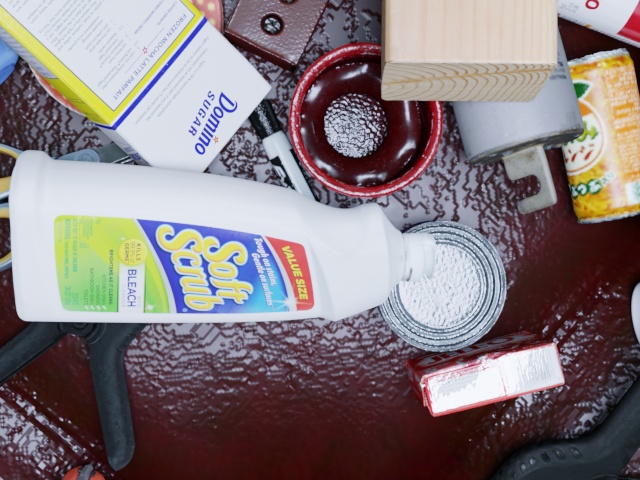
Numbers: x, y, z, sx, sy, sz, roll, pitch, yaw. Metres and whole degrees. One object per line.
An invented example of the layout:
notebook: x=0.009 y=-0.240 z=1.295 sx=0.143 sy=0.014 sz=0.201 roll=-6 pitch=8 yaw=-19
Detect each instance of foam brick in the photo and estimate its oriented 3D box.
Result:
foam brick: x=-0.022 y=-0.155 z=0.686 sx=0.053 sy=0.051 sz=0.078 roll=25 pitch=90 yaw=-5

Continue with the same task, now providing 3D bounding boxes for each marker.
marker: x=-0.018 y=-0.041 z=0.707 sx=0.020 sy=0.020 sz=0.121 roll=-27 pitch=94 yaw=-2

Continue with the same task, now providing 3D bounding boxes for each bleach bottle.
bleach bottle: x=-0.054 y=0.001 z=0.646 sx=0.250 sy=0.068 sz=0.103 roll=1 pitch=119 yaw=-7

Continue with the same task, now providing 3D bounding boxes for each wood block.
wood block: x=0.080 y=-0.188 z=0.593 sx=0.091 sy=0.090 sz=0.206 roll=1 pitch=85 yaw=3

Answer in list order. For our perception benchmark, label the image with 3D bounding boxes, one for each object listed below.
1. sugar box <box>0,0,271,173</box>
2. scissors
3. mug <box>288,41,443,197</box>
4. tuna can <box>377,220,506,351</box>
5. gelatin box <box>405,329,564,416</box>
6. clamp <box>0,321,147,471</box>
sugar box: x=-0.121 y=-0.119 z=0.645 sx=0.093 sy=0.048 sz=0.176 roll=-51 pitch=122 yaw=-12
scissors: x=-0.159 y=-0.030 z=0.696 sx=0.201 sy=0.016 sz=0.096 roll=-4 pitch=82 yaw=-4
mug: x=0.031 y=-0.084 z=0.677 sx=0.093 sy=0.081 sz=0.117 roll=33 pitch=90 yaw=-4
tuna can: x=0.078 y=0.029 z=0.708 sx=0.086 sy=0.034 sz=0.086 roll=0 pitch=93 yaw=-3
gelatin box: x=0.104 y=0.084 z=0.693 sx=0.089 sy=0.073 sz=0.030 roll=-14 pitch=92 yaw=-2
clamp: x=-0.146 y=0.062 z=0.694 sx=0.120 sy=0.039 sz=0.171 roll=30 pitch=90 yaw=-6
